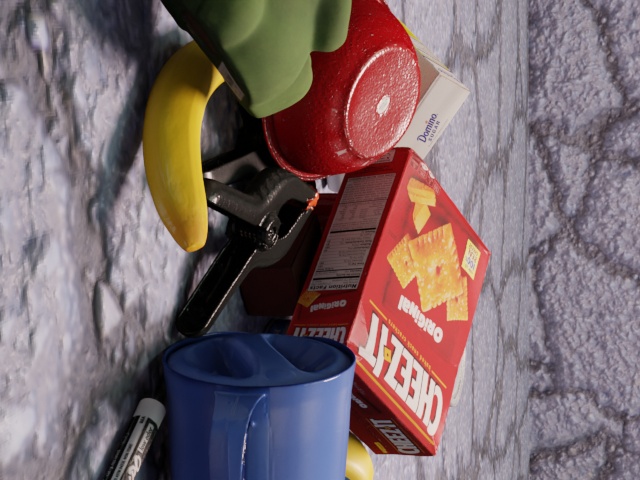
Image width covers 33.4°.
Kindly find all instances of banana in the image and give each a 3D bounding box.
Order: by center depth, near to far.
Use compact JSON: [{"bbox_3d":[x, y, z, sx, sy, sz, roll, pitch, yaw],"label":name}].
[{"bbox_3d":[-0.084,-0.080,0.711,0.037,0.069,0.197,-54,-164,47],"label":"banana"}]

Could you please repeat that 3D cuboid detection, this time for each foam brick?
[{"bbox_3d":[-0.032,0.020,0.898,0.078,0.051,0.053,-67,152,-48],"label":"foam brick"}]

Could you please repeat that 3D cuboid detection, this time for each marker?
[{"bbox_3d":[-0.126,0.150,0.665,0.121,0.020,0.020,-70,154,-46],"label":"marker"}]

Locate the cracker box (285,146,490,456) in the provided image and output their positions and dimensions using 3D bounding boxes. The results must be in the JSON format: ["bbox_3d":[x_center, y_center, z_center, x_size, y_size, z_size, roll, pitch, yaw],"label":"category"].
[{"bbox_3d":[0.064,0.052,0.913,0.164,0.072,0.213,49,49,-38],"label":"cracker box"}]

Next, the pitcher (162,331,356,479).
[{"bbox_3d":[-0.046,0.193,0.747,0.148,0.145,0.243,-8,104,-38],"label":"pitcher"}]

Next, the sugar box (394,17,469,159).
[{"bbox_3d":[0.067,-0.146,1.002,0.048,0.093,0.176,22,23,-33],"label":"sugar box"}]

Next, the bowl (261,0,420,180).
[{"bbox_3d":[0.029,-0.115,0.832,0.161,0.055,0.162,-29,132,-38],"label":"bowl"}]

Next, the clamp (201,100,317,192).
[{"bbox_3d":[-0.048,-0.089,0.863,0.209,0.036,0.164,38,56,-64],"label":"clamp"}]

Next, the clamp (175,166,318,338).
[{"bbox_3d":[-0.055,0.001,0.795,0.171,0.039,0.120,-21,132,-59],"label":"clamp"}]
